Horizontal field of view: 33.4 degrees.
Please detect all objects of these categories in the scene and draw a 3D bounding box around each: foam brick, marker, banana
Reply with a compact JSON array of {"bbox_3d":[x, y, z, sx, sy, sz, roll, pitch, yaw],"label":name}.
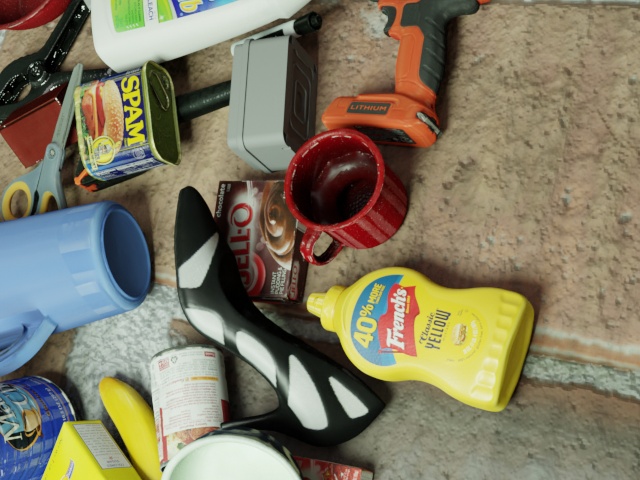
[{"bbox_3d":[-0.287,-0.122,1.123,0.078,0.051,0.053,-25,24,17],"label":"foam brick"},{"bbox_3d":[-0.043,-0.199,1.036,0.121,0.020,0.020,-9,68,46],"label":"marker"},{"bbox_3d":[-0.163,0.210,0.972,0.070,0.037,0.198,-19,66,17],"label":"banana"}]

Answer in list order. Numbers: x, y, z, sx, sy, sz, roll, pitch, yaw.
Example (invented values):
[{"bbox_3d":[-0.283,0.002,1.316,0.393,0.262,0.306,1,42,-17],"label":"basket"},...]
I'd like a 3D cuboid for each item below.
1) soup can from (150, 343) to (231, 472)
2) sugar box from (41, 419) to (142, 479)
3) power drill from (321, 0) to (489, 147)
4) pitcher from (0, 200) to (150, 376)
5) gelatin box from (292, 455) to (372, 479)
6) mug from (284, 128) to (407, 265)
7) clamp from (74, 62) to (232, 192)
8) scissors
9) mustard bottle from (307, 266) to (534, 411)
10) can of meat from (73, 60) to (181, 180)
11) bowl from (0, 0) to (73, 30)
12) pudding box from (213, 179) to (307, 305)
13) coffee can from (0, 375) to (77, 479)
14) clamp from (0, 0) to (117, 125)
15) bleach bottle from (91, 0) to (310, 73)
[{"bbox_3d":[-0.114,0.151,0.951,0.069,0.068,0.102,-18,66,19],"label":"soup can"},{"bbox_3d":[-0.187,0.247,0.935,0.176,0.048,0.093,42,116,44],"label":"sugar box"},{"bbox_3d":[0.062,-0.184,0.985,0.185,0.057,0.187,9,78,34],"label":"power drill"},{"bbox_3d":[-0.294,0.048,1.038,0.243,0.144,0.149,-13,95,18],"label":"pitcher"},{"bbox_3d":[-0.001,0.230,0.893,0.073,0.030,0.089,5,75,27],"label":"gelatin box"},{"bbox_3d":[0.021,-0.030,0.939,0.093,0.081,0.117,24,84,30],"label":"mug"},{"bbox_3d":[-0.168,-0.128,1.088,0.165,0.036,0.210,36,90,31],"label":"clamp"},{"bbox_3d":[-0.287,-0.086,1.098,0.096,0.016,0.202,12,102,27],"label":"scissors"},{"bbox_3d":[0.074,0.073,0.893,0.192,0.058,0.096,13,78,29],"label":"mustard bottle"},{"bbox_3d":[-0.189,-0.115,1.041,0.084,0.057,0.102,-12,77,19],"label":"can of meat"},{"bbox_3d":[-0.322,-0.296,1.202,0.162,0.055,0.162,-11,66,25],"label":"bowl"},{"bbox_3d":[-0.056,0.001,0.990,0.090,0.039,0.113,1,74,26],"label":"pudding box"},{"bbox_3d":[-0.306,0.183,0.976,0.103,0.140,0.103,1,91,24],"label":"coffee can"},{"bbox_3d":[-0.300,-0.189,1.170,0.171,0.039,0.120,-23,62,12],"label":"clamp"},{"bbox_3d":[-0.101,-0.243,1.040,0.251,0.068,0.102,-15,66,19],"label":"bleach bottle"}]
